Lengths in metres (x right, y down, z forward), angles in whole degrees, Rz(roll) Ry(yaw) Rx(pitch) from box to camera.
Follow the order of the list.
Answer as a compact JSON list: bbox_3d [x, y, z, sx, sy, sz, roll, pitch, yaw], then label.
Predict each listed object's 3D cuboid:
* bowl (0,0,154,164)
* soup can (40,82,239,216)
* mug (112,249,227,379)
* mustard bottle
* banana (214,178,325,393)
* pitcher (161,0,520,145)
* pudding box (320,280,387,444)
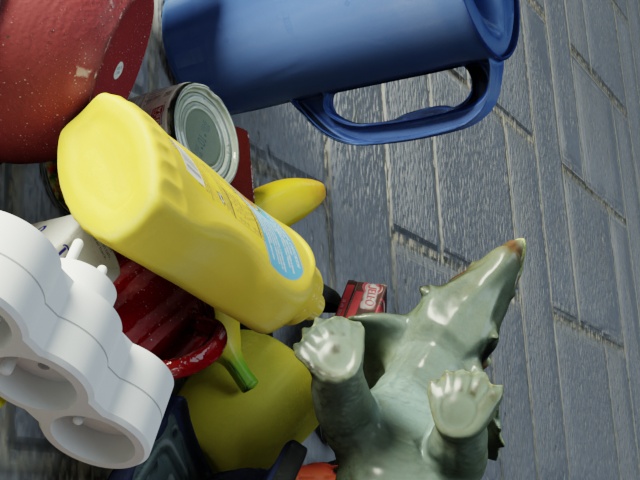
[{"bbox_3d":[-0.133,-0.104,0.581,0.162,0.055,0.162,90,21,-90],"label":"bowl"},{"bbox_3d":[-0.110,-0.053,0.651,0.068,0.102,0.068,31,54,-54],"label":"soup can"},{"bbox_3d":[-0.109,0.057,0.605,0.081,0.117,0.093,-45,135,-51],"label":"mug"},{"bbox_3d":[-0.054,0.001,0.579,0.191,0.058,0.096,38,13,-48],"label":"mustard bottle"},{"bbox_3d":[-0.050,0.013,0.725,0.069,0.037,0.197,39,45,-19],"label":"banana"},{"bbox_3d":[0.013,-0.155,0.762,0.145,0.243,0.149,51,39,-40],"label":"pitcher"},{"bbox_3d":[0.028,0.103,0.870,0.090,0.039,0.113,-65,161,-46],"label":"pudding box"}]
